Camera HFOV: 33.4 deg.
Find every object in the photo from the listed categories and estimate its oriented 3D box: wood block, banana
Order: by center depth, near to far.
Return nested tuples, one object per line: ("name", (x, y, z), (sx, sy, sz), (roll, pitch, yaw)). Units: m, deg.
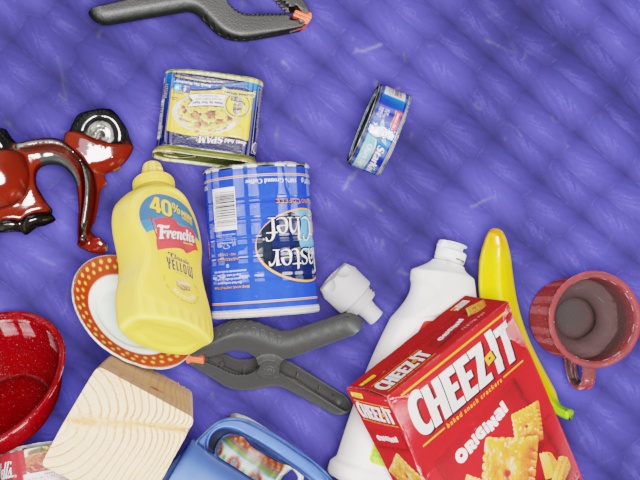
("wood block", (-0.171, 0.161, 0.938), (0.091, 0.206, 0.090), (29, 84, -5))
("banana", (0.194, 0.087, 1.060), (0.037, 0.070, 0.198), (-17, 82, -40))

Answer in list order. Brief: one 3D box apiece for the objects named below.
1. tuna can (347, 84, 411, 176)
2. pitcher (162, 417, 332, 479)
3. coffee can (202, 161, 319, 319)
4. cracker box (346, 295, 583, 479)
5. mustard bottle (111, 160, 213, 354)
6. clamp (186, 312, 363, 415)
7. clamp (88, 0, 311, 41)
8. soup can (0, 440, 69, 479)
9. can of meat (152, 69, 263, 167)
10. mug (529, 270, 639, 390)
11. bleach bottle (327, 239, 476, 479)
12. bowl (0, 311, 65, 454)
("tuna can", (0.056, -0.108, 1.040), (0.033, 0.086, 0.086), (22, 85, -5))
("pitcher", (-0.042, 0.277, 0.927), (0.243, 0.144, 0.149), (30, 125, -2))
("coffee can", (-0.057, 0.001, 1.012), (0.102, 0.103, 0.140), (-4, 88, -8))
("cracker box", (0.142, 0.184, 0.995), (0.164, 0.072, 0.213), (-34, 109, -28))
("mustard bottle", (-0.151, 0.007, 0.997), (0.058, 0.096, 0.191), (-31, 53, 29))
("clamp", (-0.042, 0.122, 1.031), (0.171, 0.039, 0.120), (0, 118, 7))
("clamp", (-0.106, -0.265, 1.051), (0.210, 0.036, 0.164), (15, 86, -8))
("soup can", (-0.257, 0.241, 0.983), (0.068, 0.068, 0.102), (-9, 76, -8))
("can of meat", (-0.108, -0.117, 1.035), (0.102, 0.057, 0.084), (7, 84, -8))
("mug", (0.258, 0.089, 1.059), (0.093, 0.081, 0.117), (-1, 87, -8))
("bleach bottle", (0.090, 0.120, 1.043), (0.102, 0.068, 0.251), (18, 83, -20))
("bowl", (-0.299, 0.142, 0.974), (0.162, 0.162, 0.055), (-28, 134, -8))
